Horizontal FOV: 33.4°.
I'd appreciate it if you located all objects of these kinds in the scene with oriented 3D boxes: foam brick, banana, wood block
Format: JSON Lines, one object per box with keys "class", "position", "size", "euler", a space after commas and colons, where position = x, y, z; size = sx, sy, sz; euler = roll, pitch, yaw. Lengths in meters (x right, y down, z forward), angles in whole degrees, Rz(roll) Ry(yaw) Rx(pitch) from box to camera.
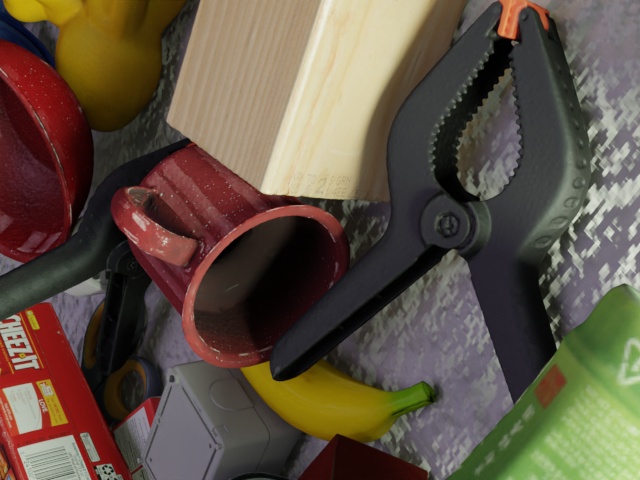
{"class": "foam brick", "position": [0.014, 0.141, 0.496], "size": [0.051, 0.053, 0.078], "euler": [-56, 14, 35]}
{"class": "banana", "position": [-0.018, 0.048, 0.577], "size": [0.069, 0.037, 0.198], "euler": [-48, 54, 1]}
{"class": "wood block", "position": [0.012, -0.131, 0.503], "size": [0.091, 0.090, 0.206], "euler": [37, 115, 42]}

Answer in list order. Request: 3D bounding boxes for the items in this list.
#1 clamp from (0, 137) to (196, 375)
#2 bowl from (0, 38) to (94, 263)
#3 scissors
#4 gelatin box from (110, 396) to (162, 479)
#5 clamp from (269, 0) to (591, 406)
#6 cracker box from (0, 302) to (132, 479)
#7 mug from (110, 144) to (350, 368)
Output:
{"class": "clamp", "position": [-0.127, 0.005, 0.633], "size": [0.039, 0.120, 0.171], "euler": [44, 107, 36]}
{"class": "bowl", "position": [-0.194, -0.067, 0.672], "size": [0.162, 0.055, 0.162], "euler": [26, 135, 29]}
{"class": "scissors", "position": [-0.161, 0.125, 0.746], "size": [0.096, 0.016, 0.202], "euler": [51, 125, 36]}
{"class": "gelatin box", "position": [-0.107, 0.147, 0.674], "size": [0.089, 0.030, 0.073], "euler": [-41, 61, 42]}
{"class": "clamp", "position": [0.055, -0.003, 0.477], "size": [0.165, 0.036, 0.210], "euler": [11, 96, 32]}
{"class": "cracker box", "position": [-0.200, 0.174, 0.715], "size": [0.164, 0.071, 0.214], "euler": [55, 139, 34]}
{"class": "mug", "position": [-0.053, 0.001, 0.527], "size": [0.082, 0.117, 0.093], "euler": [44, 110, 42]}
